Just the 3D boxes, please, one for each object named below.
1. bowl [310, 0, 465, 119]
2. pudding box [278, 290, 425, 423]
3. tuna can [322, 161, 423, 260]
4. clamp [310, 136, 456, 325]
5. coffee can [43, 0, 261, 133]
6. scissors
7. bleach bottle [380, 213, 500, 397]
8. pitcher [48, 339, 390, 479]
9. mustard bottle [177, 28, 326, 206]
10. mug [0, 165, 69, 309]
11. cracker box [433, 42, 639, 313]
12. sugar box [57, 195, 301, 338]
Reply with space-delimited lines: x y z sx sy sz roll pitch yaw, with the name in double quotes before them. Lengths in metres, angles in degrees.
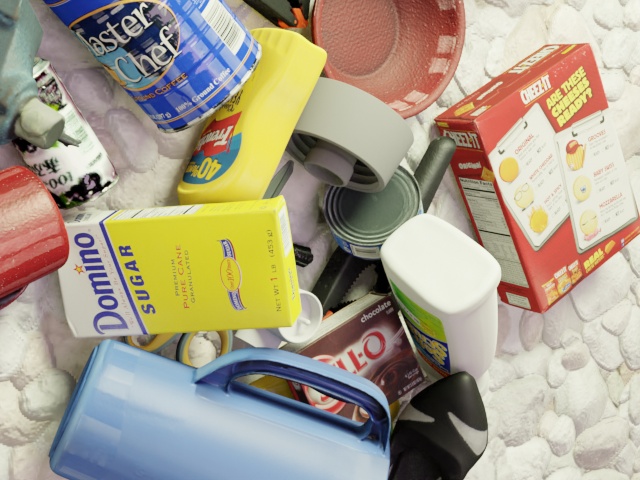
"bowl" 0.048 -0.185 0.924 0.161 0.055 0.162 -6 101 -33
"pudding box" 0.026 0.109 0.926 0.113 0.039 0.090 -31 109 -25
"tuna can" 0.047 -0.026 0.932 0.086 0.086 0.033 -52 155 -16
"clamp" 0.075 0.025 0.990 0.209 0.036 0.164 -40 123 -20
"coffee can" -0.125 -0.164 0.785 0.102 0.103 0.140 -51 121 -16
"scissors" -0.070 0.034 0.874 0.201 0.016 0.096 -40 98 -7
"bleach bottle" 0.119 0.084 0.953 0.068 0.103 0.251 -40 145 -14
"pitcher" -0.073 0.158 0.819 0.242 0.145 0.149 24 66 -11
"mustard bottle" -0.066 -0.071 0.844 0.058 0.096 0.191 27 83 -33
"mug" -0.232 0.007 0.760 0.081 0.093 0.117 -29 143 -32
"cracker box" 0.219 -0.062 1.049 0.164 0.072 0.213 -34 114 -25
"sugar box" -0.108 0.022 0.800 0.176 0.048 0.093 -5 104 10
